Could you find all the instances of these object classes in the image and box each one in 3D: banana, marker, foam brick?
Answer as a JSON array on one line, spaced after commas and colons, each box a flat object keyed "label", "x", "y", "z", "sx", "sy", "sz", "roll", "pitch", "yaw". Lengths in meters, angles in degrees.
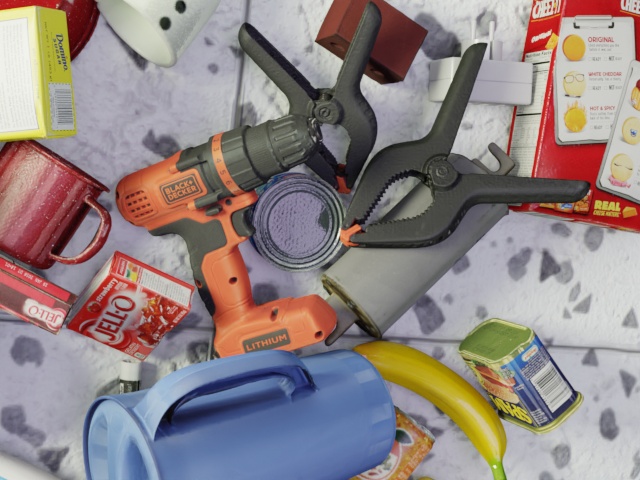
[{"label": "banana", "x": 0.109, "y": 0.143, "z": 0.985, "sx": 0.197, "sy": 0.069, "sz": 0.037, "roll": 40, "pitch": 117, "yaw": -12}, {"label": "marker", "x": -0.165, "y": 0.162, "z": 0.911, "sx": 0.020, "sy": 0.020, "sz": 0.121, "roll": 3, "pitch": 94, "yaw": -20}, {"label": "foam brick", "x": 0.044, "y": -0.179, "z": 0.936, "sx": 0.078, "sy": 0.053, "sz": 0.051, "roll": 30, "pitch": 85, "yaw": -19}]

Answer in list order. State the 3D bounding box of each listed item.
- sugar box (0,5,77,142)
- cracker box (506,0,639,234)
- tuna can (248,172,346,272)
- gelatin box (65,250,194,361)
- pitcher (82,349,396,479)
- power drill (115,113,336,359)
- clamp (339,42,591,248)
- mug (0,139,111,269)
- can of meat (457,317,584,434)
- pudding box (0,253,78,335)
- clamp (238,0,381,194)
[{"label": "sugar box", "x": -0.269, "y": -0.115, "z": 0.786, "sx": 0.176, "sy": 0.048, "sz": 0.093, "roll": -2, "pitch": 95, "yaw": 22}, {"label": "cracker box", "x": 0.267, "y": -0.121, "z": 1.011, "sx": 0.164, "sy": 0.072, "sz": 0.214, "roll": 9, "pitch": 91, "yaw": -20}, {"label": "tuna can", "x": -0.022, "y": -0.017, "z": 0.934, "sx": 0.086, "sy": 0.034, "sz": 0.086, "roll": -3, "pitch": 100, "yaw": -16}, {"label": "gelatin box", "x": -0.156, "y": 0.056, "z": 0.872, "sx": 0.073, "sy": 0.089, "sz": 0.030, "roll": 27, "pitch": 42, "yaw": -21}, {"label": "pitcher", "x": -0.056, "y": 0.157, "z": 0.862, "sx": 0.242, "sy": 0.149, "sz": 0.145, "roll": -11, "pitch": 90, "yaw": -36}, {"label": "power drill", "x": -0.056, "y": 0.001, "z": 0.878, "sx": 0.185, "sy": 0.057, "sz": 0.187, "roll": -18, "pitch": 105, "yaw": 21}, {"label": "clamp", "x": 0.102, "y": -0.066, "z": 0.915, "sx": 0.210, "sy": 0.036, "sz": 0.164, "roll": -26, "pitch": 78, "yaw": -3}, {"label": "mug", "x": -0.216, "y": -0.024, "z": 0.834, "sx": 0.117, "sy": 0.093, "sz": 0.081, "roll": 32, "pitch": 88, "yaw": 13}, {"label": "can of meat", "x": 0.182, "y": 0.123, "z": 0.987, "sx": 0.057, "sy": 0.102, "sz": 0.084, "roll": -39, "pitch": 104, "yaw": -13}, {"label": "pudding box", "x": -0.242, "y": 0.035, "z": 0.822, "sx": 0.090, "sy": 0.114, "sz": 0.039, "roll": 31, "pitch": 81, "yaw": -19}, {"label": "clamp", "x": -0.005, "y": -0.120, "z": 0.914, "sx": 0.120, "sy": 0.039, "sz": 0.171, "roll": 3, "pitch": 119, "yaw": 12}]
